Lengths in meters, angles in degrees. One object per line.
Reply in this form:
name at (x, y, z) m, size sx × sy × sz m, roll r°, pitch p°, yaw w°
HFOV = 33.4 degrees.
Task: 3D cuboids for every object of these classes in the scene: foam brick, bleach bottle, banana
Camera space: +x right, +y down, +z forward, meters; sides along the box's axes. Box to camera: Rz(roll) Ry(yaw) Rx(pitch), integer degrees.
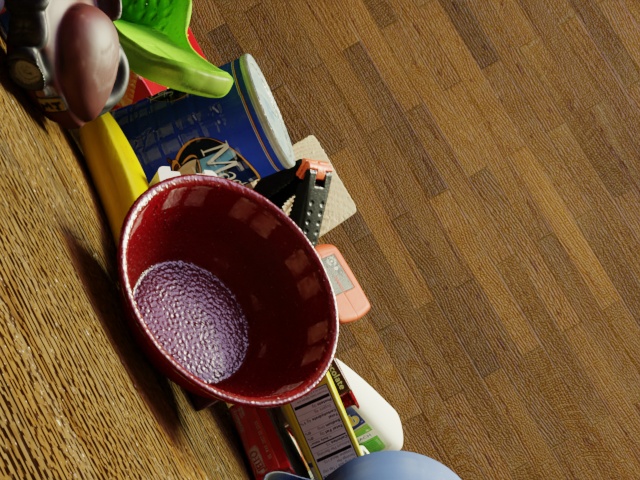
foam brick at (-0.077, 0.072, 0.747) m, size 0.078 × 0.053 × 0.051 m, roll 61°, pitch 0°, yaw 8°
bleach bottle at (0.000, 0.176, 1.162) m, size 0.250 × 0.103 × 0.068 m, roll 48°, pitch 25°, yaw -49°
banana at (-0.148, -0.036, 0.780) m, size 0.198 × 0.037 × 0.069 m, roll 61°, pitch 6°, yaw 36°

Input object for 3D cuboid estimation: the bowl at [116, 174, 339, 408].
bowl at (-0.068, 0.040, 0.677) m, size 0.161 × 0.055 × 0.162 m, roll 23°, pitch 48°, yaw -29°

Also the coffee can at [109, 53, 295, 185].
coffee can at (-0.105, -0.085, 0.907) m, size 0.102 × 0.140 × 0.103 m, roll -22°, pitch 90°, yaw -83°

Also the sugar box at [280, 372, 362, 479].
sugar box at (-0.003, 0.135, 0.814) m, size 0.176 × 0.048 × 0.093 m, roll 64°, pitch -5°, yaw 1°

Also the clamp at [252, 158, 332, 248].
clamp at (-0.056, 0.001, 0.982) m, size 0.036 × 0.210 × 0.165 m, roll 5°, pitch 35°, yaw -39°

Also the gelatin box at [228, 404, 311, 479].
gelatin box at (-0.033, 0.170, 0.817) m, size 0.073 × 0.030 × 0.089 m, roll 62°, pitch 1°, yaw 42°
